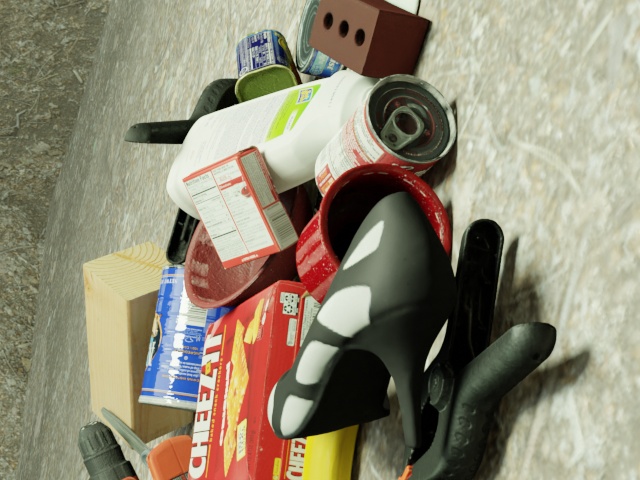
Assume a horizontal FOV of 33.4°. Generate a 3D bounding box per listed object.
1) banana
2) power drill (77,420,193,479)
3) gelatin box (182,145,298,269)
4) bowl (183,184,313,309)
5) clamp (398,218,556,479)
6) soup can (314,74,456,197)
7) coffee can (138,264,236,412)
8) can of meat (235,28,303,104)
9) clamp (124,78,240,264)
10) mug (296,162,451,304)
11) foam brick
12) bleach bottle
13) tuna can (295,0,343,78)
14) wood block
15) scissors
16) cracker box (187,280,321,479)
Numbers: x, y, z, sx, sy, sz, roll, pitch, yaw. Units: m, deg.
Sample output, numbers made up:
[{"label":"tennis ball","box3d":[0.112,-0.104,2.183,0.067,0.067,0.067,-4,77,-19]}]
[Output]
[{"label":"banana","box3d":[0.010,0.171,0.771,0.070,0.037,0.198,161,119,-69]},{"label":"power drill","box3d":[-0.179,0.257,1.100,0.188,0.057,0.184,-35,80,53]},{"label":"gelatin box","box3d":[-0.067,-0.027,0.895,0.073,0.030,0.089,-19,99,43]},{"label":"bowl","box3d":[-0.056,0.001,0.990,0.162,0.055,0.162,-36,37,33]},{"label":"clamp","box3d":[0.085,0.084,0.606,0.120,0.039,0.171,-100,21,-69]},{"label":"soup can","box3d":[0.044,-0.065,0.770,0.102,0.068,0.068,135,143,-58]},{"label":"coffee can","box3d":[-0.122,0.103,1.086,0.103,0.102,0.140,160,121,-68]},{"label":"can of meat","box3d":[-0.045,-0.143,1.036,0.084,0.057,0.102,-99,-10,-51]},{"label":"clamp","box3d":[-0.115,-0.102,1.048,0.209,0.036,0.164,-59,-30,-31]},{"label":"mug","box3d":[0.037,0.014,0.734,0.117,0.093,0.082,60,156,7]},{"label":"foam brick","box3d":[0.037,-0.163,0.838,0.078,0.051,0.053,38,118,46]},{"label":"bleach bottle","box3d":[-0.027,-0.083,0.909,0.251,0.068,0.102,-11,51,48]},{"label":"tuna can","box3d":[0.004,-0.196,1.004,0.086,0.033,0.086,-171,90,-74]},{"label":"wood block","box3d":[-0.202,0.119,1.205,0.091,0.090,0.206,33,131,39]},{"label":"scissors","box3d":[-0.179,0.257,1.158,0.202,0.016,0.096,17,111,43]},{"label":"cracker box","box3d":[-0.051,0.136,0.913,0.214,0.072,0.164,147,132,-65]}]
